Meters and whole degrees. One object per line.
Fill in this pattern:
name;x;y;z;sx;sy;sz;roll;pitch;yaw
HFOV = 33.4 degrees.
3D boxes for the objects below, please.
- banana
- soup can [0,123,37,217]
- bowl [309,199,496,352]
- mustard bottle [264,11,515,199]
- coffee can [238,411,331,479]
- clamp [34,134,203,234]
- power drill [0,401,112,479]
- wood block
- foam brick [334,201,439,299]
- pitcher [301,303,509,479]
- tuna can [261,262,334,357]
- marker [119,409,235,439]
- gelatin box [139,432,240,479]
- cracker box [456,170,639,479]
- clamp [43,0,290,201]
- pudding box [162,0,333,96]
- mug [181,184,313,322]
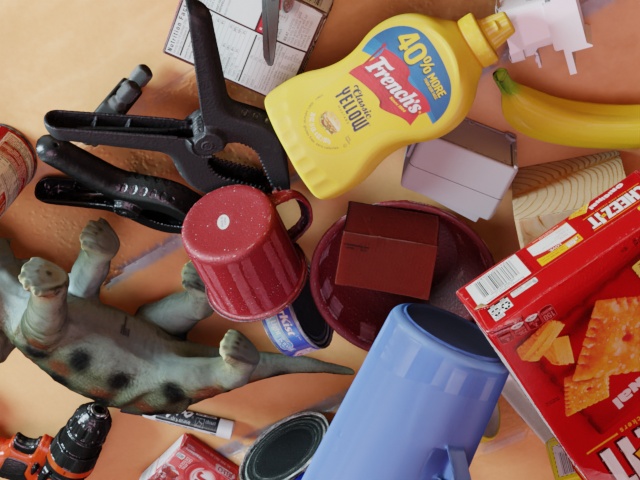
banana;0.225;-0.095;0.833;0.197;0.037;0.070;6;165;-2
soup can;-0.294;-0.050;0.918;0.068;0.102;0.068;4;121;6
bowl;0.073;0.024;0.930;0.162;0.055;0.162;4;121;7
mustard bottle;0.059;-0.115;0.808;0.192;0.058;0.096;-29;84;16
coffee can;0.000;0.254;1.053;0.103;0.102;0.140;-24;114;21
clamp;-0.168;-0.044;0.914;0.171;0.039;0.120;12;165;-2
power drill;-0.322;0.202;1.099;0.187;0.057;0.185;28;121;-8
wood block;0.224;0.042;0.897;0.091;0.090;0.206;-10;118;14
foam brick;0.054;0.007;0.859;0.078;0.051;0.053;10;121;3
pitcher;0.068;0.184;0.885;0.149;0.144;0.243;26;105;11
tuna can;-0.023;0.060;0.949;0.034;0.086;0.086;-20;116;21
marker;-0.147;0.178;1.079;0.121;0.020;0.020;14;122;1
gelatin box;-0.138;0.251;1.115;0.073;0.030;0.089;38;119;-14
cracker box;0.229;0.080;0.811;0.164;0.072;0.213;-34;118;4
clamp;-0.104;-0.085;0.859;0.165;0.036;0.209;-27;137;19
pudding box;-0.058;-0.170;0.845;0.113;0.039;0.090;24;122;-4
mug;-0.056;0.001;0.891;0.117;0.093;0.081;-36;141;-10
